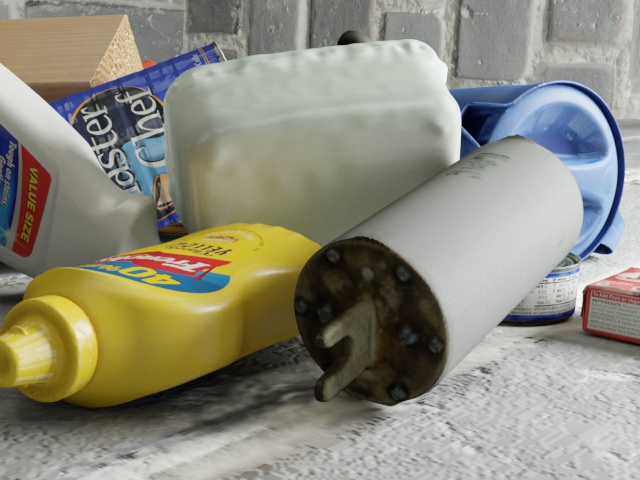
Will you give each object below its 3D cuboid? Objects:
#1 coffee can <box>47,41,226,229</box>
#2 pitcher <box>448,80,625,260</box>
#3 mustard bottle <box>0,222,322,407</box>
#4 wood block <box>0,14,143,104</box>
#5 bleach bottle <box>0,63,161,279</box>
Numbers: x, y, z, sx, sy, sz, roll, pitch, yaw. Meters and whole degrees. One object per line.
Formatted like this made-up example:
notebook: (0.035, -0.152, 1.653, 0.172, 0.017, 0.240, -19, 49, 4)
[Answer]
coffee can: (-0.116, -0.057, 0.692, 0.140, 0.103, 0.103, -22, 15, -6)
pitcher: (0.112, -0.052, 0.836, 0.144, 0.149, 0.243, -20, 17, -27)
mustard bottle: (-0.074, 0.032, 0.475, 0.096, 0.058, 0.191, 8, 12, 27)
wood block: (-0.241, -0.103, 0.791, 0.206, 0.090, 0.090, 0, 44, 11)
bleach bottle: (-0.179, -0.049, 0.597, 0.251, 0.103, 0.068, 33, 11, 5)
